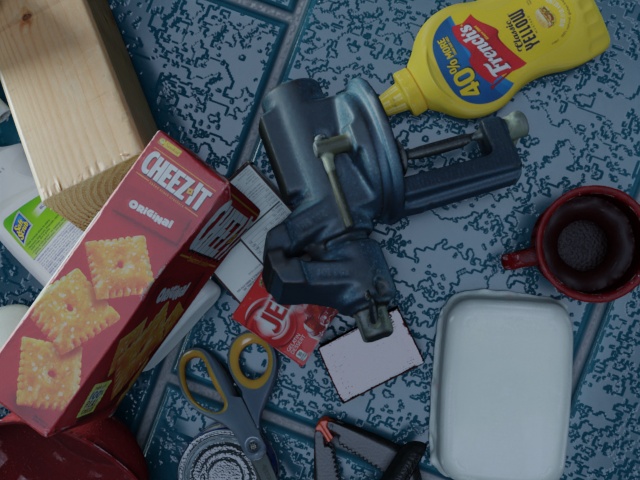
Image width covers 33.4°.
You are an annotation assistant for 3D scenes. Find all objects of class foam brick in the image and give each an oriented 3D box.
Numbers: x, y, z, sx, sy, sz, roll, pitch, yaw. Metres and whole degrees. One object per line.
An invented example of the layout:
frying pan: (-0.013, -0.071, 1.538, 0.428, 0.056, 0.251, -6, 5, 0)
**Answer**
foam brick: (0.043, 0.095, 0.904, 0.078, 0.053, 0.051, -27, 88, 2)

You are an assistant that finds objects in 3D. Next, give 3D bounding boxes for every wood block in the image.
wood block: (-0.200, -0.124, 0.873, 0.091, 0.090, 0.206, -25, 70, 4)

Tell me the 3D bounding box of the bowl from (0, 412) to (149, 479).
bowl: (-0.205, 0.183, 0.896, 0.162, 0.055, 0.162, 12, 135, 12)

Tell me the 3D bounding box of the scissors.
scissors: (-0.044, 0.155, 0.892, 0.096, 0.016, 0.202, -39, 64, -10)

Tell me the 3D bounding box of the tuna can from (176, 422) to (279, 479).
tuna can: (-0.080, 0.202, 0.921, 0.086, 0.033, 0.086, 0, 90, 4)

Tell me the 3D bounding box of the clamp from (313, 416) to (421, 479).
clamp: (0.068, 0.236, 0.910, 0.164, 0.036, 0.210, -28, 88, 1)

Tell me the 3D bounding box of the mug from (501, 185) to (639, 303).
mug: (0.206, 0.006, 0.877, 0.117, 0.081, 0.093, -15, 89, 4)

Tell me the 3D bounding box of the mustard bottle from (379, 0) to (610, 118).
mustard bottle: (0.136, -0.157, 0.895, 0.191, 0.058, 0.096, -28, 93, 4)

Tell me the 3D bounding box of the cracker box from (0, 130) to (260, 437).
cracker box: (-0.139, 0.036, 0.794, 0.072, 0.164, 0.213, 36, 89, 6)

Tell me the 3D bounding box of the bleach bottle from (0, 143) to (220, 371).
bleach bottle: (-0.210, -0.005, 0.918, 0.251, 0.068, 0.102, 43, 90, 6)

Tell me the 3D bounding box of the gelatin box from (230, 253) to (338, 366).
gelatin box: (-0.020, 0.048, 0.883, 0.073, 0.030, 0.089, 35, 91, 0)

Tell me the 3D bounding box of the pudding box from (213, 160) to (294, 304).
pudding box: (-0.056, 0.001, 0.918, 0.090, 0.039, 0.113, -42, 90, 1)
